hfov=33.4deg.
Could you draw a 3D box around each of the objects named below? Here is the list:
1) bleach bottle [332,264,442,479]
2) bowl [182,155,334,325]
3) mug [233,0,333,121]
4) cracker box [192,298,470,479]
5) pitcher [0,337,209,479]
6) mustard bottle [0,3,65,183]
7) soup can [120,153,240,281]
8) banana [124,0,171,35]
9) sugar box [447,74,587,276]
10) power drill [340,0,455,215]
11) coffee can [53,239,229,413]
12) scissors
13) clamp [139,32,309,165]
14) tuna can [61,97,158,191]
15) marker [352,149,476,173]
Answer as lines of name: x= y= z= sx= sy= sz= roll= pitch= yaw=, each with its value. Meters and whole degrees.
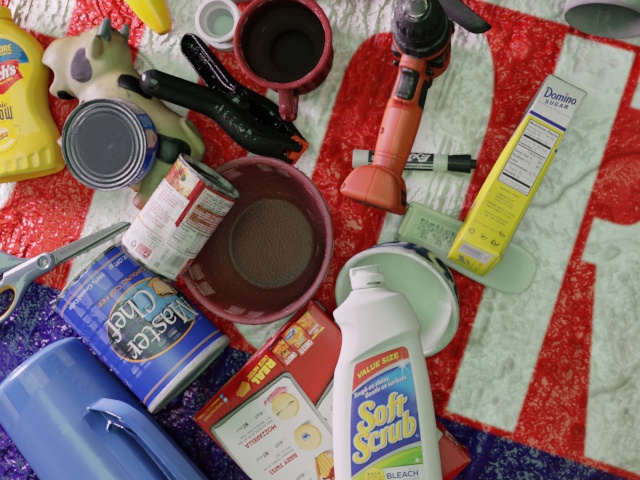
bleach bottle: x=0.049 y=0.149 z=0.957 sx=0.102 sy=0.068 sz=0.251 roll=-8 pitch=87 yaw=4
bowl: x=-0.057 y=0.001 z=1.035 sx=0.162 sy=0.055 sz=0.162 roll=-1 pitch=86 yaw=18
mug: x=-0.030 y=-0.173 z=1.028 sx=0.093 sy=0.081 sz=0.117 roll=-4 pitch=88 yaw=6
cracker box: x=0.011 y=0.186 z=1.028 sx=0.214 sy=0.072 sz=0.164 roll=45 pitch=94 yaw=4
pitcher: x=-0.198 y=0.209 z=1.018 sx=0.149 sy=0.145 sz=0.243 roll=-42 pitch=83 yaw=5
mustard bottle: x=-0.319 y=-0.157 z=1.072 sx=0.096 sy=0.058 sz=0.191 roll=-10 pitch=88 yaw=11
soup can: x=-0.131 y=-0.021 z=0.995 sx=0.068 sy=0.068 sz=0.102 roll=37 pitch=99 yaw=5
banana: x=-0.229 y=-0.273 z=1.076 sx=0.198 sy=0.037 sz=0.070 roll=23 pitch=103 yaw=6
sugar box: x=0.179 y=-0.058 z=0.982 sx=0.048 sy=0.093 sz=0.176 roll=26 pitch=79 yaw=4
power drill: x=0.073 y=-0.121 z=0.962 sx=0.057 sy=0.184 sz=0.187 roll=19 pitch=89 yaw=11
coffee can: x=-0.172 y=0.082 z=1.032 sx=0.103 sy=0.102 sz=0.140 roll=-45 pitch=85 yaw=4
scissors: x=-0.298 y=0.011 z=1.090 sx=0.202 sy=0.016 sz=0.096 roll=-40 pitch=86 yaw=4
clamp: x=-0.092 y=-0.129 z=1.025 sx=0.171 sy=0.120 sz=0.039 roll=38 pitch=129 yaw=4
tuna can: x=-0.195 y=-0.090 z=0.994 sx=0.086 sy=0.033 sz=0.086 roll=2 pitch=99 yaw=15
marker: x=0.092 y=-0.077 z=1.046 sx=0.121 sy=0.020 sz=0.020 roll=3 pitch=90 yaw=7
